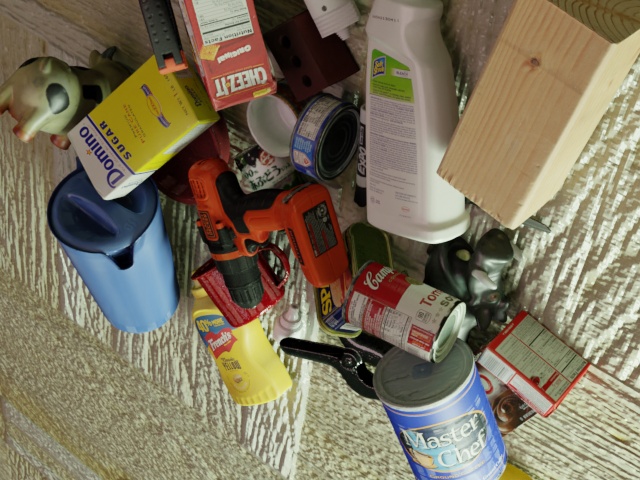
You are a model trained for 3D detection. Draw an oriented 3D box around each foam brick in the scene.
[{"bbox_3d":[-0.009,-0.187,1.065,0.053,0.051,0.078,-19,104,49],"label":"foam brick"}]

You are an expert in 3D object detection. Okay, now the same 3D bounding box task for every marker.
[{"bbox_3d":[0.047,-0.086,1.109,0.020,0.020,0.121,27,133,28],"label":"marker"}]

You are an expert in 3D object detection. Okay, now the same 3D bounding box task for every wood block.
[{"bbox_3d":[0.186,-0.121,0.896,0.091,0.090,0.206,39,138,17],"label":"wood block"}]

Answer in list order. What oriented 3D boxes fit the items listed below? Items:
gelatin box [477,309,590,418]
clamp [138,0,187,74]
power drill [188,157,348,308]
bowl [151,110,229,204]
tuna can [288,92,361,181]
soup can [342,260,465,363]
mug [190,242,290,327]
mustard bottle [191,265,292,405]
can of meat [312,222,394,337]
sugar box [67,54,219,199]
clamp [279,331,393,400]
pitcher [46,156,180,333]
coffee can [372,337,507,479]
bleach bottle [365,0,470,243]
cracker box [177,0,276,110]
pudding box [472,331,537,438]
[{"bbox_3d":[0.212,0.122,1.058,0.089,0.073,0.030,40,139,14],"label":"gelatin box"},{"bbox_3d":[-0.173,-0.269,1.083,0.164,0.036,0.210,34,-140,-90],"label":"clamp"},{"bbox_3d":[-0.058,0.001,1.153,0.188,0.057,0.184,7,123,45],"label":"power drill"},{"bbox_3d":[-0.159,-0.125,1.250,0.162,0.055,0.162,25,132,30],"label":"bowl"},{"bbox_3d":[0.007,-0.104,1.083,0.034,0.086,0.086,26,133,27],"label":"tuna can"},{"bbox_3d":[0.081,0.070,1.040,0.102,0.068,0.068,24,132,23],"label":"soup can"},{"bbox_3d":[-0.087,0.046,1.287,0.117,0.093,0.081,-31,101,22],"label":"mug"},{"bbox_3d":[-0.115,0.120,1.381,0.096,0.058,0.191,-14,107,47],"label":"mustard bottle"},{"bbox_3d":[0.037,0.041,1.154,0.084,0.057,0.102,-45,44,47],"label":"can of meat"},{"bbox_3d":[-0.200,-0.126,1.185,0.176,0.048,0.093,-34,82,31],"label":"sugar box"},{"bbox_3d":[0.039,0.124,1.247,0.171,0.039,0.120,28,131,11],"label":"clamp"},{"bbox_3d":[-0.252,0.010,1.350,0.145,0.149,0.243,16,151,13],"label":"pitcher"},{"bbox_3d":[0.123,0.179,1.081,0.103,0.102,0.140,9,134,40],"label":"coffee can"},{"bbox_3d":[0.088,-0.130,0.991,0.103,0.067,0.251,18,120,41],"label":"bleach bottle"},{"bbox_3d":[-0.108,-0.255,1.039,0.164,0.072,0.214,-117,12,-64],"label":"cracker box"},{"bbox_3d":[0.183,0.161,1.139,0.090,0.039,0.114,47,140,8],"label":"pudding box"}]
